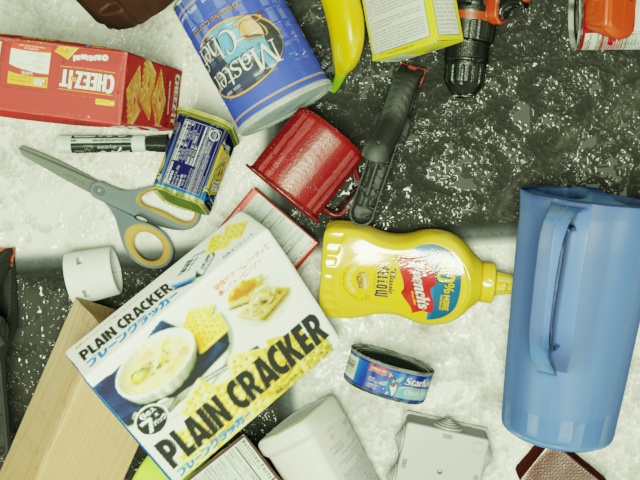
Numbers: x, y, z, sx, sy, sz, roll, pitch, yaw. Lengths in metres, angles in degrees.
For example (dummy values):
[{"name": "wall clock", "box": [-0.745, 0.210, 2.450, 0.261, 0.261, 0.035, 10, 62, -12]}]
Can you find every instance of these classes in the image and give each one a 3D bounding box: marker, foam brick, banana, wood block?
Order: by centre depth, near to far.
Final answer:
[{"name": "foam brick", "box": [0.240, 0.236, 1.059, 0.078, 0.051, 0.053, 40, 96, 2]}, {"name": "banana", "box": [0.001, -0.250, 1.059, 0.070, 0.037, 0.198, -19, 89, 28]}, {"name": "wood block", "box": [-0.233, 0.175, 1.062, 0.090, 0.090, 0.206, 21, 95, -34]}, {"name": "marker", "box": [-0.211, -0.099, 1.100, 0.121, 0.020, 0.020, 0, 92, 5]}]

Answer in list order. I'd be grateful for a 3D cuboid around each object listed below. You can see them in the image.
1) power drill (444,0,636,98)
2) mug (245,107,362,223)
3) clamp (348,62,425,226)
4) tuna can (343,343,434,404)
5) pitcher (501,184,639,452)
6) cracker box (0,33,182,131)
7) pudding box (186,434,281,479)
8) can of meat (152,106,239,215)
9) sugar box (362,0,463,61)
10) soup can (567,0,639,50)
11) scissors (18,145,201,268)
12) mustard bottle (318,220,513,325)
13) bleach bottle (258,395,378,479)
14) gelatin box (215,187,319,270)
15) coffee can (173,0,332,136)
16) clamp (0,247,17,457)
[{"name": "power drill", "box": [0.198, -0.224, 0.998, 0.188, 0.057, 0.184, 8, 95, 40]}, {"name": "mug", "box": [-0.005, -0.070, 1.056, 0.117, 0.093, 0.081, 39, 90, -29]}, {"name": "clamp", "box": [0.065, -0.098, 1.037, 0.039, 0.120, 0.171, 24, 50, 2]}, {"name": "tuna can", "box": [0.067, 0.132, 1.052, 0.086, 0.086, 0.034, 17, 95, 4]}, {"name": "pitcher", "box": [0.235, 0.071, 1.003, 0.149, 0.145, 0.243, 4, 99, -16]}, {"name": "cracker box", "box": [-0.234, -0.144, 1.002, 0.164, 0.213, 0.072, 7, 94, 4]}, {"name": "pudding box", "box": [-0.089, 0.252, 1.006, 0.113, 0.039, 0.090, -36, 81, -18]}, {"name": "can of meat", "box": [-0.122, -0.075, 1.045, 0.057, 0.102, 0.084, 19, 83, 3]}, {"name": "sugar box", "box": [0.079, -0.269, 1.034, 0.094, 0.048, 0.176, -8, 90, 49]}, {"name": "soup can", "box": [0.295, -0.218, 1.028, 0.102, 0.068, 0.068, -1, 92, 5]}, {"name": "scissors", "box": [-0.224, -0.031, 1.104, 0.202, 0.016, 0.096, 12, 92, 4]}, {"name": "mustard bottle", "box": [0.096, 0.035, 1.058, 0.191, 0.058, 0.096, 5, 107, 3]}, {"name": "bleach bottle", "box": [0.038, 0.283, 1.052, 0.068, 0.102, 0.251, -29, 89, 26]}, {"name": "gelatin box", "box": [-0.057, 0.001, 1.085, 0.089, 0.030, 0.073, 40, 94, 1]}, {"name": "coffee can", "box": [-0.066, -0.187, 1.042, 0.103, 0.103, 0.140, -29, 89, 5]}, {"name": "clamp", "box": [-0.330, 0.101, 1.064, 0.036, 0.210, 0.164, -4, 137, 3]}]
